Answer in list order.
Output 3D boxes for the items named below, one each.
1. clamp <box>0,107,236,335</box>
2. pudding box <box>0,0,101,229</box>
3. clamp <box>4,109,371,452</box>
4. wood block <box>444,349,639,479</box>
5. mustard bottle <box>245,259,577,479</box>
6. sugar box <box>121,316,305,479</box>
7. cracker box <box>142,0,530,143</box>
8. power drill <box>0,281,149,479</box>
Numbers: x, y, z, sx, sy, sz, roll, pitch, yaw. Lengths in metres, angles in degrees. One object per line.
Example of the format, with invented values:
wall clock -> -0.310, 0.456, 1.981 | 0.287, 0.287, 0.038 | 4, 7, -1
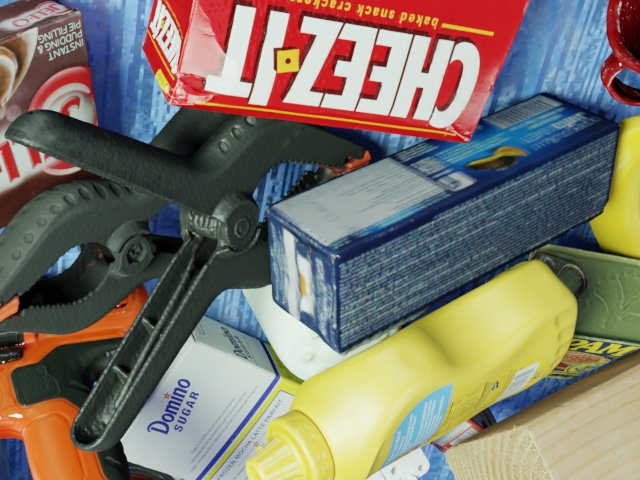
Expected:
clamp -> -0.097, -0.012, 0.529 | 0.171, 0.039, 0.120 | -24, 127, -44
pudding box -> -0.155, -0.051, 0.484 | 0.113, 0.039, 0.090 | -32, 136, -34
clamp -> -0.053, 0.001, 0.524 | 0.209, 0.036, 0.164 | -21, 121, -44
wood block -> 0.192, 0.121, 0.648 | 0.205, 0.090, 0.091 | -20, 171, -29
mustard bottle -> 0.044, 0.080, 0.556 | 0.191, 0.058, 0.096 | -25, 155, -30
sugar box -> -0.039, 0.115, 0.671 | 0.176, 0.048, 0.093 | 30, 106, -31
cracker box -> 0.025, -0.156, 0.478 | 0.164, 0.072, 0.214 | 5, 123, -23
power drill -> -0.162, 0.098, 0.528 | 0.184, 0.188, 0.057 | -8, 142, -17
